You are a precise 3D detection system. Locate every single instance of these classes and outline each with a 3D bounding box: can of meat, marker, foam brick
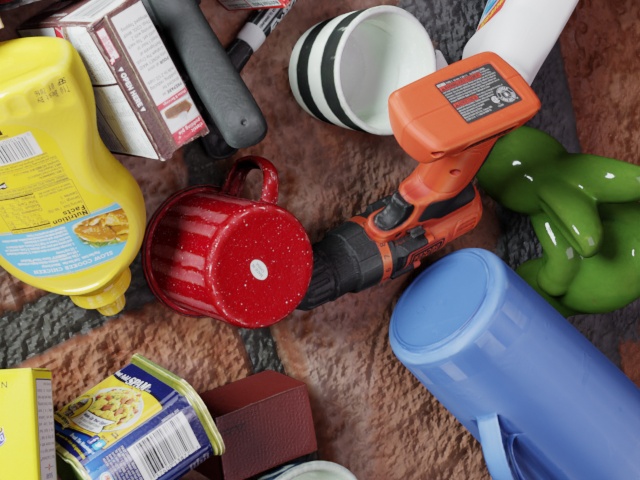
[{"bbox_3d":[-0.122,0.123,0.665,0.083,0.102,0.057,-33,115,-24],"label":"can of meat"},{"bbox_3d":[-0.034,-0.157,0.734,0.020,0.020,0.121,45,71,-31],"label":"marker"},{"bbox_3d":[-0.050,0.129,0.745,0.078,0.051,0.053,-15,104,-33],"label":"foam brick"}]

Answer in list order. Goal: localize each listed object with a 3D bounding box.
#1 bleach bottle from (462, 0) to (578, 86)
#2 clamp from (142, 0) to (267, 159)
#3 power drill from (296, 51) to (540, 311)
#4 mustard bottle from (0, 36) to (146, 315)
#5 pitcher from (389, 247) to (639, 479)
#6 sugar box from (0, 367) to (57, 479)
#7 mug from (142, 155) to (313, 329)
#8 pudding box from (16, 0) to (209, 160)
[{"bbox_3d":[0.169,-0.198,0.818,0.068,0.103,0.251,27,81,-12],"label":"bleach bottle"},{"bbox_3d":[-0.092,-0.140,0.651,0.036,0.165,0.210,-26,89,-9],"label":"clamp"},{"bbox_3d":[0.059,-0.035,0.731,0.184,0.188,0.057,-28,70,-30],"label":"power drill"},{"bbox_3d":[-0.155,-0.023,0.622,0.096,0.058,0.191,-15,133,3],"label":"mustard bottle"},{"bbox_3d":[0.164,0.125,0.844,0.145,0.149,0.242,-47,118,1],"label":"pitcher"},{"bbox_3d":[-0.197,0.164,0.601,0.093,0.048,0.176,-6,79,2],"label":"sugar box"},{"bbox_3d":[-0.055,0.001,0.704,0.093,0.082,0.117,21,85,-35],"label":"mug"},{"bbox_3d":[-0.123,-0.095,0.623,0.039,0.114,0.090,-38,118,-23],"label":"pudding box"}]
